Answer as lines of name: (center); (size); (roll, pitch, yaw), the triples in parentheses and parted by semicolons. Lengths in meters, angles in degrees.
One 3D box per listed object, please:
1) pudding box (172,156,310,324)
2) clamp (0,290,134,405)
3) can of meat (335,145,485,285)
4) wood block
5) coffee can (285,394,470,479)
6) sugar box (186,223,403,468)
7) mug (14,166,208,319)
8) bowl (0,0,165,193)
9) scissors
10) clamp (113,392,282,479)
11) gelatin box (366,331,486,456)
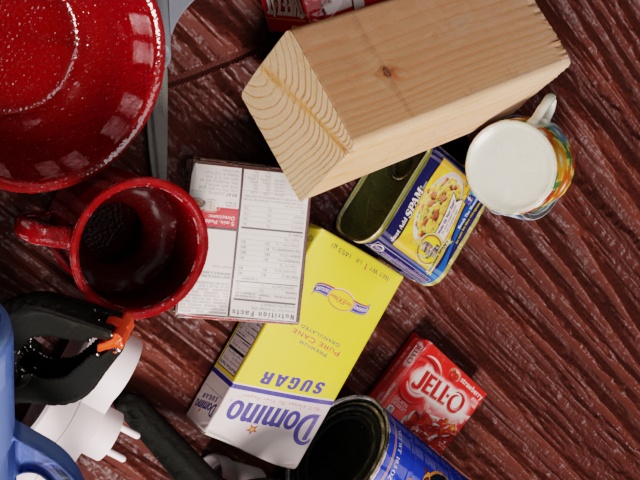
pudding box: (-0.055, 0.001, 0.757); (0.090, 0.039, 0.113); (6, 93, -11)
clamp: (-0.197, 0.083, 0.680); (0.171, 0.039, 0.120); (-5, 124, 12)
can of meat: (0.075, -0.026, 0.840); (0.083, 0.058, 0.102); (34, 85, -34)
wood block: (0.063, -0.115, 0.754); (0.205, 0.090, 0.091); (-23, 79, -32)
coffee can: (0.055, 0.204, 0.864); (0.140, 0.103, 0.103); (43, 80, -31)
sugar box: (-0.019, 0.081, 0.821); (0.093, 0.048, 0.176); (29, 86, -32)
mug: (-0.143, -0.004, 0.703); (0.117, 0.082, 0.093); (3, 102, -31)
bowl: (-0.177, -0.114, 0.656); (0.161, 0.055, 0.162); (-21, 125, -34)
scissors: (-0.097, -0.141, 0.731); (0.096, 0.016, 0.202); (-23, 114, -23)
clamp: (-0.075, 0.219, 0.775); (0.210, 0.036, 0.164); (20, 100, 6)
gelatin box: (0.090, 0.133, 0.907); (0.073, 0.030, 0.089); (-52, 122, -9)
